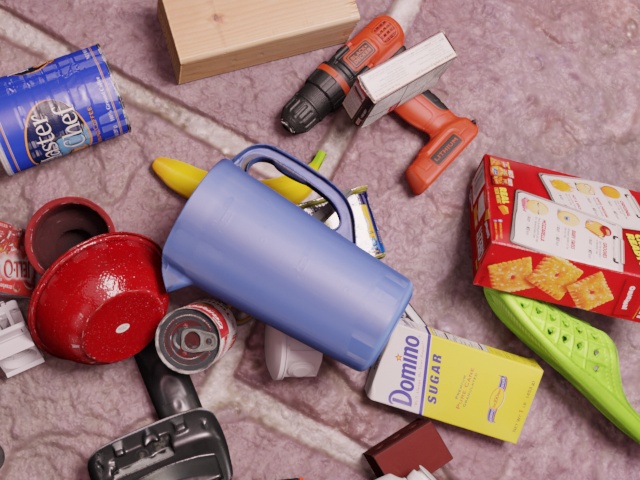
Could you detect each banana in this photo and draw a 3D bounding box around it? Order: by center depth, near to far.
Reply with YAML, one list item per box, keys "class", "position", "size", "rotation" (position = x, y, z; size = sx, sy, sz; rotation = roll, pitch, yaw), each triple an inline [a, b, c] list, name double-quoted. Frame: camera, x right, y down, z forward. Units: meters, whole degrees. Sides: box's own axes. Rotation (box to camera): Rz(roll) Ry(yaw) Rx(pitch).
- class: "banana"
  position: [-0.088, -0.063, 1.199]
  size: [0.197, 0.037, 0.069]
  rotation: [-2, 63, -10]

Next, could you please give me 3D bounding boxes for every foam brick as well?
- class: "foam brick"
  position: [0.096, 0.236, 1.169]
  size: [0.078, 0.053, 0.051]
  rotation: [-30, 87, -12]

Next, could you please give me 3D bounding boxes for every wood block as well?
- class: "wood block"
  position: [-0.072, -0.253, 1.201]
  size: [0.206, 0.090, 0.091]
  rotation: [-16, 85, -11]

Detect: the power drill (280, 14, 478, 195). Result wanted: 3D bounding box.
- class: "power drill"
  position: [0.072, -0.142, 1.221]
  size: [0.187, 0.057, 0.184]
  rotation: [45, 78, 0]

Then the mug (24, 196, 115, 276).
- class: "mug"
  position: [-0.266, 0.017, 1.134]
  size: [0.093, 0.081, 0.117]
  rotation: [17, 79, -6]

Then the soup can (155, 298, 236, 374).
- class: "soup can"
  position: [-0.128, 0.099, 1.124]
  size: [0.068, 0.102, 0.068]
  rotation: [0, 93, 6]

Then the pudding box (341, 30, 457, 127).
- class: "pudding box"
  position: [0.085, -0.174, 1.154]
  size: [0.113, 0.090, 0.039]
  rotation: [-32, 84, -15]

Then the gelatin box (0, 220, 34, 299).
- class: "gelatin box"
  position: [-0.330, 0.021, 1.120]
  size: [0.030, 0.089, 0.073]
  rotation: [-3, 80, 12]

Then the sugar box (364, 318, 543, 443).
- class: "sugar box"
  position: [0.146, 0.154, 1.181]
  size: [0.176, 0.048, 0.093]
  rotation: [17, 99, -7]

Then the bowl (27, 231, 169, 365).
- class: "bowl"
  position: [-0.214, 0.073, 1.094]
  size: [0.162, 0.162, 0.055]
  rotation: [-37, 50, -12]

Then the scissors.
- class: "scissors"
  position: [-0.058, 0.001, 1.164]
  size: [0.096, 0.016, 0.202]
  rotation: [36, 102, 11]

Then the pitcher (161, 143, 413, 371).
- class: "pitcher"
  position: [-0.027, 0.021, 1.090]
  size: [0.243, 0.144, 0.149]
  rotation: [30, 120, 3]

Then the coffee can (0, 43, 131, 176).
- class: "coffee can"
  position: [-0.287, -0.140, 1.145]
  size: [0.140, 0.103, 0.103]
  rotation: [-22, 85, -11]

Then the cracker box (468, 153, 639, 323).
- class: "cracker box"
  position: [0.274, -0.001, 1.184]
  size: [0.213, 0.072, 0.164]
  rotation: [14, 39, -6]

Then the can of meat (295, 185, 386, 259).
- class: "can of meat"
  position: [0.015, -0.007, 1.193]
  size: [0.102, 0.057, 0.084]
  rotation: [-17, 86, -10]
